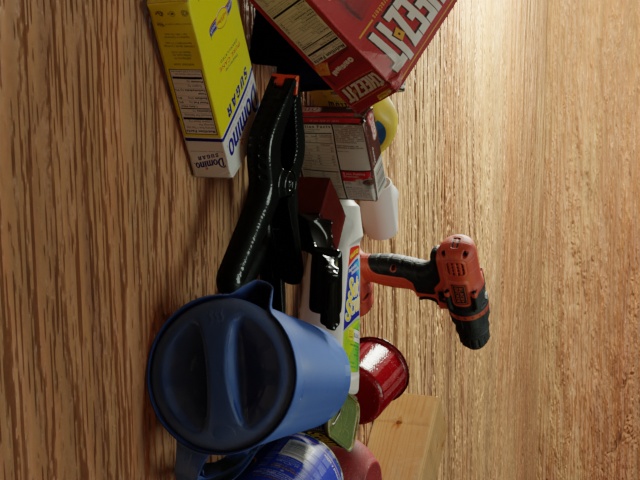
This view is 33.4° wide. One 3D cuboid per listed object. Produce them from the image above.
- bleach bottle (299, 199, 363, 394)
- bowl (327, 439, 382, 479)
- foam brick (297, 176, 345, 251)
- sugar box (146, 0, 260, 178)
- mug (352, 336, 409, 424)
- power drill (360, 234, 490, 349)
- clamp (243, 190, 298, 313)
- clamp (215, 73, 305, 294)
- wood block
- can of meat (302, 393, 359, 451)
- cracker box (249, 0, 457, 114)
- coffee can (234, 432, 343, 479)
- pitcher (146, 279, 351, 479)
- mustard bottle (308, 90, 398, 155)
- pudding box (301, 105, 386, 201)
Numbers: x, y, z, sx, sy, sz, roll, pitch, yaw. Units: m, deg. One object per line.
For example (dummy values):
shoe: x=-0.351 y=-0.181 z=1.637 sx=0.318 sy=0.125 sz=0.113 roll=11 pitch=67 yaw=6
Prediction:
bleach bottle: x=0.013 y=0.051 z=1.243 sx=0.102 sy=0.068 sz=0.251 roll=26 pitch=66 yaw=-69
bowl: x=0.040 y=0.323 z=1.366 sx=0.162 sy=0.055 sz=0.162 roll=4 pitch=90 yaw=-70
foam brick: x=-0.010 y=-0.029 z=1.179 sx=0.078 sy=0.053 sz=0.051 roll=66 pitch=33 yaw=-54
sugar box: x=-0.096 y=-0.151 z=0.932 sx=0.093 sy=0.048 sz=0.176 roll=-66 pitch=150 yaw=-45
mug: x=0.048 y=0.168 z=1.336 sx=0.117 sy=0.093 sz=0.081 roll=58 pitch=31 yaw=-3
power drill: x=0.120 y=0.066 z=1.354 sx=0.057 sy=0.188 sz=0.184 roll=-68 pitch=151 yaw=-45
clamp: x=-0.057 y=0.001 z=1.076 sx=0.120 sy=0.039 sz=0.171 roll=29 pitch=65 yaw=-72
clamp: x=-0.048 y=-0.048 z=0.987 sx=0.164 sy=0.036 sz=0.210 roll=-22 pitch=118 yaw=-68
wood block: x=0.113 y=0.327 z=1.516 sx=0.090 sy=0.091 sz=0.206 roll=72 pitch=29 yaw=-45
can of meat: x=-0.012 y=0.189 z=1.156 sx=0.102 sy=0.084 sz=0.057 roll=52 pitch=45 yaw=-61
cracker box: x=0.019 y=-0.254 z=1.002 sx=0.213 sy=0.072 sz=0.164 roll=44 pitch=56 yaw=-17
coffee can: x=-0.044 y=0.259 z=1.039 sx=0.140 sy=0.103 sz=0.103 roll=-36 pitch=126 yaw=-70
pitcher: x=-0.056 y=0.134 z=0.985 sx=0.145 sy=0.149 sz=0.242 roll=66 pitch=12 yaw=14
mustard bottle: x=0.039 y=-0.148 z=1.231 sx=0.191 sy=0.096 sz=0.058 roll=69 pitch=31 yaw=-49
pudding box: x=0.020 y=-0.098 z=1.197 sx=0.039 sy=0.090 sz=0.113 roll=-64 pitch=150 yaw=-44
